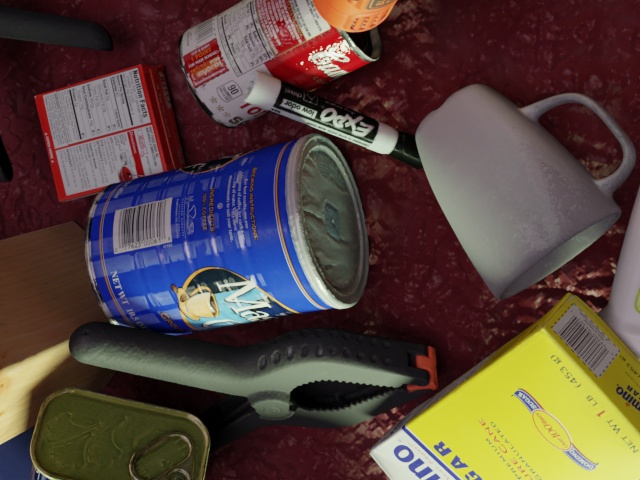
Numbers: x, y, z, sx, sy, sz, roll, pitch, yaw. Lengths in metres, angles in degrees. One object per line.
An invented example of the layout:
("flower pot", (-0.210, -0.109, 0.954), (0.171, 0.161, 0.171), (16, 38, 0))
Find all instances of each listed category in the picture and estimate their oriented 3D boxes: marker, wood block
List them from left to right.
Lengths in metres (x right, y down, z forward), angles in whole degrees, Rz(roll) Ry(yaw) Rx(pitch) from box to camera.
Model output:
("wood block", (-0.198, 0.063, 0.653), (0.091, 0.205, 0.090), (40, 111, 10))
("marker", (0.013, -0.068, 0.616), (0.121, 0.020, 0.020), (19, 109, -20))

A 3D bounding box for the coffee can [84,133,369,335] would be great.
("coffee can", (-0.054, 0.001, 0.642), (0.140, 0.102, 0.103), (-12, 95, 23))

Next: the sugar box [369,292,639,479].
("sugar box", (0.109, 0.111, 0.594), (0.093, 0.048, 0.176), (49, 135, 7))

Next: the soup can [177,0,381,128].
("soup can", (-0.025, -0.116, 0.629), (0.102, 0.068, 0.068), (-23, 91, 24))

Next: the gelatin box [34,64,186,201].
("gelatin box", (-0.137, -0.070, 0.702), (0.089, 0.030, 0.073), (-12, 94, 22))

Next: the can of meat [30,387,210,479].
("can of meat", (-0.127, 0.139, 0.654), (0.102, 0.057, 0.084), (14, 146, -10))

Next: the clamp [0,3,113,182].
("clamp", (-0.218, -0.134, 0.669), (0.120, 0.039, 0.171), (-43, 100, 0))

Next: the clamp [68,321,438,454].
("clamp", (-0.032, 0.095, 0.663), (0.210, 0.164, 0.036), (-4, 54, 5))
